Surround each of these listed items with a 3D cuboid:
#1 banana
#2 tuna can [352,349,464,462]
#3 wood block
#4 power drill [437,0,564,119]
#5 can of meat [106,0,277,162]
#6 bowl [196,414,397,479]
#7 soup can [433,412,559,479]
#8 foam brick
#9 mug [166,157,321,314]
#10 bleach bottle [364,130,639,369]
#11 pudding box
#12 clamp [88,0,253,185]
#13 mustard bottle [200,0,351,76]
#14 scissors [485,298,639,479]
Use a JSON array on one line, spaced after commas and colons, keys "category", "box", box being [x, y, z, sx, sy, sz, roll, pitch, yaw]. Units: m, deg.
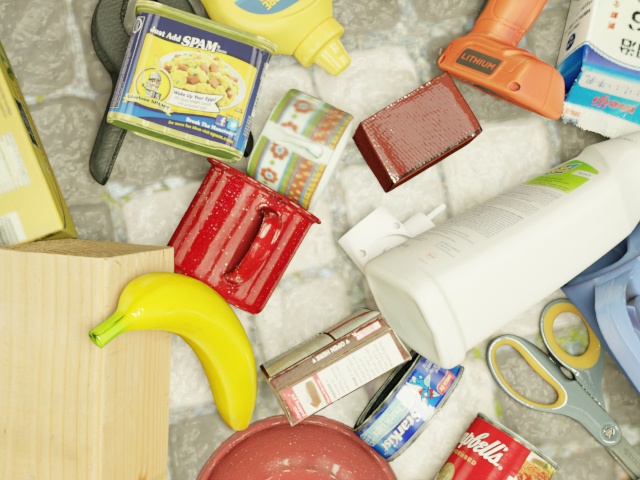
[{"category": "banana", "box": [-0.082, 0.068, 0.704, 0.037, 0.197, 0.069, 34, 82, 35]}, {"category": "tuna can", "box": [0.061, 0.111, 0.747, 0.034, 0.086, 0.086, 39, 83, 2]}, {"category": "wood block", "box": [-0.157, 0.106, 0.700, 0.090, 0.090, 0.206, 4, 95, 22]}, {"category": "power drill", "box": [0.172, -0.182, 0.741, 0.057, 0.185, 0.188, 23, 97, -33]}, {"category": "can of meat", "box": [-0.091, -0.108, 0.741, 0.102, 0.057, 0.084, 16, 85, -11]}, {"category": "bowl", "box": [-0.015, 0.204, 0.748, 0.162, 0.055, 0.162, 0, 84, -4]}, {"category": "soup can", "box": [0.112, 0.182, 0.752, 0.068, 0.068, 0.102, 35, 83, 0]}, {"category": "foam brick", "box": [0.070, -0.078, 0.784, 0.078, 0.053, 0.051, -31, 87, -7]}, {"category": "mug", "box": [-0.055, 0.001, 0.739, 0.093, 0.117, 0.081, 30, 88, -21]}, {"category": "bleach bottle", "box": [0.159, -0.010, 0.724, 0.250, 0.103, 0.068, -29, 112, -14]}, {"category": "pudding box", "box": [0.007, 0.084, 0.733, 0.090, 0.113, 0.039, -30, 90, -6]}, {"category": "clamp", "box": [-0.113, -0.127, 0.786, 0.120, 0.039, 0.171, -3, 87, -15]}, {"category": "mustard bottle", "box": [-0.048, -0.195, 0.784, 0.191, 0.058, 0.096, 47, 65, 1]}, {"category": "scissors", "box": [0.216, 0.121, 0.791, 0.202, 0.016, 0.096, 34, 83, 0]}]
